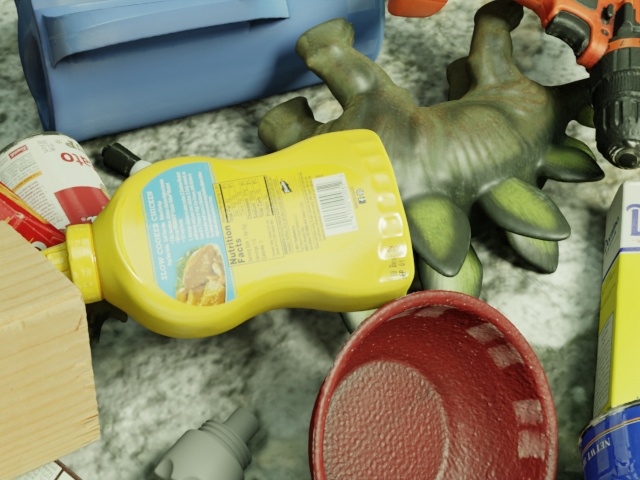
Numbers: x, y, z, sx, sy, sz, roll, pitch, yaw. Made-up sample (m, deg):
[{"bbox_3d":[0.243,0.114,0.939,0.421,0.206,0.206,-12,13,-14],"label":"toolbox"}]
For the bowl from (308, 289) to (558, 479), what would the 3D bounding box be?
[{"bbox_3d":[0.050,0.108,0.570,0.161,0.055,0.162,4,82,-33],"label":"bowl"}]

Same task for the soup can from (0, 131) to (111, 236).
[{"bbox_3d":[-0.158,-0.009,0.658,0.068,0.068,0.102,-24,59,-20],"label":"soup can"}]

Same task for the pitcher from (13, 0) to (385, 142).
[{"bbox_3d":[-0.080,-0.148,0.722,0.242,0.145,0.149,-13,53,-17],"label":"pitcher"}]

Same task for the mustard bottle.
[{"bbox_3d":[-0.054,0.001,0.557,0.191,0.058,0.096,-9,69,-9],"label":"mustard bottle"}]

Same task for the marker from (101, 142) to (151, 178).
[{"bbox_3d":[-0.097,-0.031,0.708,0.121,0.020,0.020,31,58,17],"label":"marker"}]

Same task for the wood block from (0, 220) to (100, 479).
[{"bbox_3d":[-0.213,0.075,0.473,0.205,0.091,0.090,-21,36,-33],"label":"wood block"}]
